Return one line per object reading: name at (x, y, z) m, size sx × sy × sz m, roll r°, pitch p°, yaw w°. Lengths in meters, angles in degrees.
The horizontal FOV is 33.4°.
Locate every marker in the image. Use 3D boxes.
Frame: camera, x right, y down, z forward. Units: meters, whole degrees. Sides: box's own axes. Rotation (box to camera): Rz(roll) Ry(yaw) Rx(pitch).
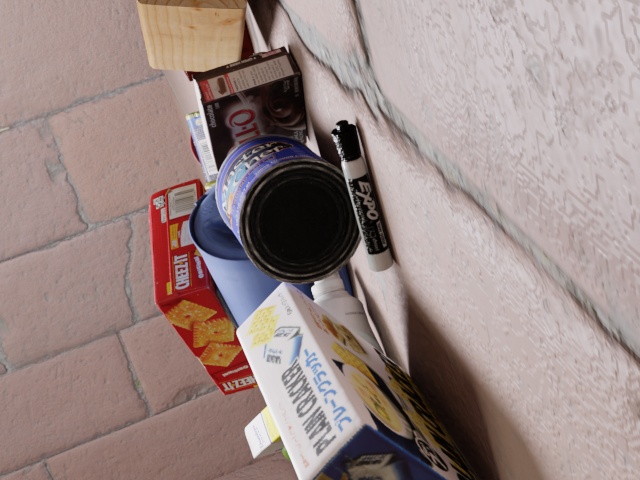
marker at (0.031, -0.033, 0.789) m, size 0.020 × 0.020 × 0.121 m, roll -125°, pitch 17°, yaw -63°

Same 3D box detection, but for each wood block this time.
wood block at (-0.113, -0.220, 0.954) m, size 0.206 × 0.090 × 0.091 m, roll 139°, pitch 132°, yaw -82°

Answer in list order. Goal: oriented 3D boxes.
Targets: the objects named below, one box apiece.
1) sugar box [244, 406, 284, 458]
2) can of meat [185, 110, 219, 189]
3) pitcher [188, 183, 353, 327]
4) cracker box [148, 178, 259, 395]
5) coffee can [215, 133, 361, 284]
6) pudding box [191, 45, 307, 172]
sugar box at (-0.014, 0.193, 1.208) m, size 0.176 × 0.093 × 0.048 m, roll -46°, pitch 59°, yaw 55°
can of meat at (-0.094, -0.111, 1.177) m, size 0.058 × 0.101 × 0.084 m, roll -12°, pitch 99°, yaw 40°
pitcher at (-0.037, 0.051, 1.147) m, size 0.149 × 0.145 × 0.243 m, roll -100°, pitch -6°, yaw -45°
cracker box at (-0.130, 0.059, 1.256) m, size 0.213 × 0.072 × 0.164 m, roll 65°, pitch -169°, yaw -50°
coffee can at (-0.029, -0.030, 0.904) m, size 0.140 × 0.102 × 0.103 m, roll -134°, pitch 24°, yaw -71°
pudding box at (-0.062, -0.116, 0.955) m, size 0.113 × 0.090 × 0.039 m, roll 83°, pitch 165°, yaw -60°
